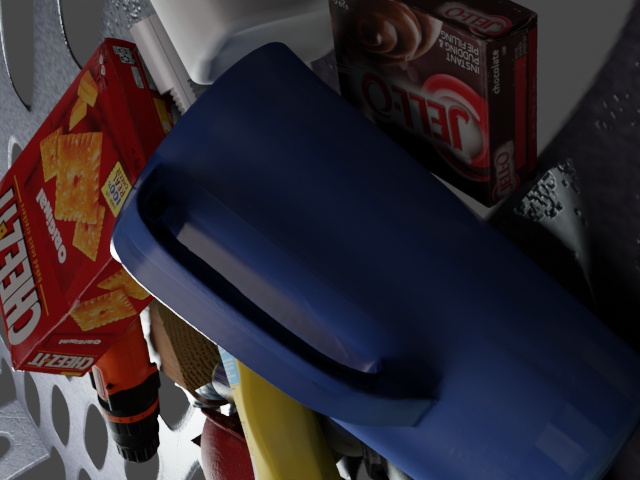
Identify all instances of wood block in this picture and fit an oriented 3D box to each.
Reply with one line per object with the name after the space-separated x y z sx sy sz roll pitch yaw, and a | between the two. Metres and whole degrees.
-0.137 0.048 0.958 0.206 0.090 0.090 23 134 55 | wood block

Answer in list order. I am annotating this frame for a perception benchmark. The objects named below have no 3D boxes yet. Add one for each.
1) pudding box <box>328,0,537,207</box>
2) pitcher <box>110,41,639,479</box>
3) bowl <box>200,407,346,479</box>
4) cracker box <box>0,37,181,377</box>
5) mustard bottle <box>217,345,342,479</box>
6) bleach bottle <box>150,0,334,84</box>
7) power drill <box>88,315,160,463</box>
0.053 -0.080 0.508 0.114 0.039 0.090 39 149 42 | pudding box
0.026 0.031 0.498 0.243 0.149 0.145 39 161 8 | pitcher
-0.038 0.195 0.859 0.162 0.055 0.162 27 173 4 | bowl
-0.174 -0.022 0.811 0.214 0.071 0.164 -44 53 31 | cracker box
-0.039 0.090 0.738 0.096 0.058 0.191 126 127 -83 | mustard bottle
-0.077 -0.209 0.580 0.251 0.102 0.068 63 149 14 | bleach bottle
-0.207 0.093 0.963 0.188 0.057 0.184 38 142 38 | power drill
